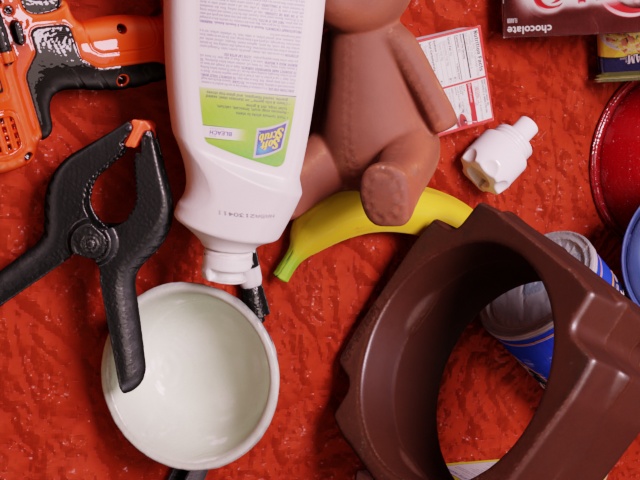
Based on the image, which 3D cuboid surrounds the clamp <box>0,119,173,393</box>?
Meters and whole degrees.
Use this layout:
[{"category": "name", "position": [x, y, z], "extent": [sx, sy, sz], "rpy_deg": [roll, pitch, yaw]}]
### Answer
[{"category": "clamp", "position": [-0.151, 0.002, 0.663], "extent": [0.120, 0.039, 0.171], "rpy_deg": [14, 95, -10]}]

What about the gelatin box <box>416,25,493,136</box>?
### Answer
[{"category": "gelatin box", "position": [0.082, -0.114, 0.789], "extent": [0.089, 0.030, 0.073], "rpy_deg": [-18, 105, -24]}]

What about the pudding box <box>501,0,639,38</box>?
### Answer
[{"category": "pudding box", "position": [0.191, -0.198, 0.792], "extent": [0.114, 0.039, 0.090], "rpy_deg": [0, 100, 17]}]

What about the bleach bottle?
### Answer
[{"category": "bleach bottle", "position": [-0.053, -0.098, 0.637], "extent": [0.102, 0.068, 0.251], "rpy_deg": [5, 103, -9]}]

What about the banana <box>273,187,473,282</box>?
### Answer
[{"category": "banana", "position": [0.056, -0.011, 0.792], "extent": [0.197, 0.037, 0.070], "rpy_deg": [-3, 118, -26]}]

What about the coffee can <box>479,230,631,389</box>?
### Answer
[{"category": "coffee can", "position": [0.206, 0.076, 0.843], "extent": [0.140, 0.103, 0.102], "rpy_deg": [45, 78, -26]}]

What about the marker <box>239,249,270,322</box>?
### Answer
[{"category": "marker", "position": [-0.055, 0.001, 0.744], "extent": [0.020, 0.020, 0.121], "rpy_deg": [-18, 106, -24]}]

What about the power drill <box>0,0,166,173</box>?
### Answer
[{"category": "power drill", "position": [-0.152, -0.148, 0.649], "extent": [0.187, 0.057, 0.184], "rpy_deg": [-18, 110, -21]}]
